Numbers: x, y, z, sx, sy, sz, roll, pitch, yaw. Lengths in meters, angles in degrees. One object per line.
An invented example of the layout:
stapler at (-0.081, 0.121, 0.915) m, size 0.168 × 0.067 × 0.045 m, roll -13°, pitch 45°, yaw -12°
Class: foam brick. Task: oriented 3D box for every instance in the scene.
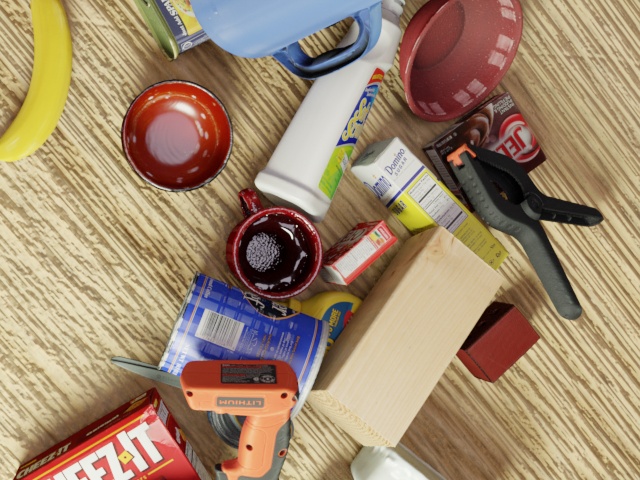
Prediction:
foam brick at (0.192, 0.111, 1.180) m, size 0.078 × 0.053 × 0.051 m, roll -41°, pitch 100°, yaw -11°

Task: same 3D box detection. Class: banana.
banana at (-0.284, -0.159, 1.062) m, size 0.069 × 0.037 × 0.198 m, roll 20°, pitch 86°, yaw -15°

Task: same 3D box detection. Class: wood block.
wood block at (0.081, 0.097, 1.074) m, size 0.091 × 0.090 × 0.206 m, roll 39°, pitch 71°, yaw -9°

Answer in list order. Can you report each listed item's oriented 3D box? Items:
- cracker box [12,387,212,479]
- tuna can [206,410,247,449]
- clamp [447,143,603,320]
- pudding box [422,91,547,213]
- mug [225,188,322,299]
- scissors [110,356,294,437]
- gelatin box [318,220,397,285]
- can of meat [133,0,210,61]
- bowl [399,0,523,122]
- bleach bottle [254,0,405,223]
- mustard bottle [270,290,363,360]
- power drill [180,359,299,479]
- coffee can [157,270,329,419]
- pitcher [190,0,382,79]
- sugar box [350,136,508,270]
cracker box at (-0.182, 0.283, 1.067) m, size 0.164 × 0.072 × 0.213 m, roll -31°, pitch 99°, yaw -2°
tuna can at (-0.076, 0.176, 1.122) m, size 0.086 × 0.034 × 0.086 m, roll 0°, pitch 91°, yaw -14°
clamp at (0.217, -0.022, 1.129) m, size 0.209 × 0.036 × 0.164 m, roll 34°, pitch 47°, yaw -18°
pudding box at (0.182, -0.097, 1.181) m, size 0.113 × 0.039 × 0.090 m, roll -35°, pitch 100°, yaw -11°
mug at (-0.057, 0.001, 1.100) m, size 0.093 × 0.082 × 0.117 m, roll -27°, pitch 97°, yaw -13°
scissors at (-0.103, 0.136, 1.088) m, size 0.201 × 0.016 × 0.096 m, roll 35°, pitch 81°, yaw -12°
gelatin box at (0.034, 0.012, 1.119) m, size 0.073 × 0.089 × 0.030 m, roll -41°, pitch 99°, yaw -11°
can of meat at (-0.140, -0.248, 1.088) m, size 0.083 × 0.057 × 0.102 m, roll -31°, pitch 99°, yaw -14°
bowl at (0.138, -0.209, 1.136) m, size 0.161 × 0.055 × 0.162 m, roll -25°, pitch 138°, yaw -25°
bleach bottle at (0.021, -0.147, 1.109) m, size 0.068 × 0.102 × 0.251 m, roll 24°, pitch 83°, yaw 17°
mustard bottle at (0.027, 0.107, 1.135) m, size 0.191 × 0.058 × 0.096 m, roll 23°, pitch 84°, yaw -13°
power drill at (-0.091, 0.203, 0.987) m, size 0.184 × 0.057 × 0.188 m, roll -1°, pitch 115°, yaw -7°
coffee can at (-0.075, 0.102, 1.039) m, size 0.140 × 0.103 × 0.103 m, roll 22°, pitch 85°, yaw -7°
pitcher at (-0.002, -0.248, 0.987) m, size 0.149 × 0.243 × 0.145 m, roll 13°, pitch 79°, yaw -36°
sugar box at (0.114, -0.032, 1.138) m, size 0.176 × 0.093 × 0.048 m, roll 42°, pitch 80°, yaw -11°
